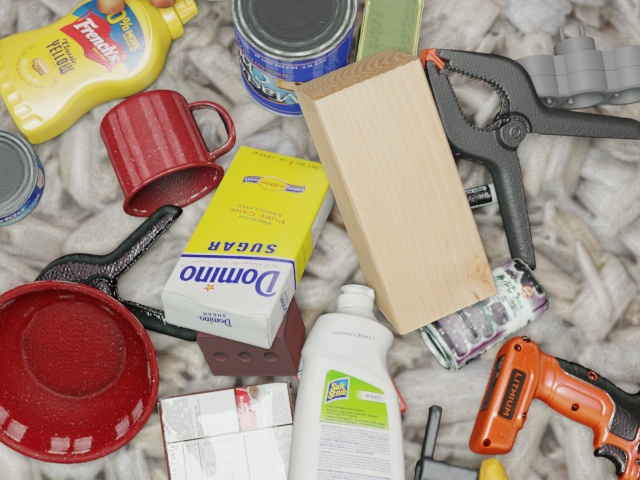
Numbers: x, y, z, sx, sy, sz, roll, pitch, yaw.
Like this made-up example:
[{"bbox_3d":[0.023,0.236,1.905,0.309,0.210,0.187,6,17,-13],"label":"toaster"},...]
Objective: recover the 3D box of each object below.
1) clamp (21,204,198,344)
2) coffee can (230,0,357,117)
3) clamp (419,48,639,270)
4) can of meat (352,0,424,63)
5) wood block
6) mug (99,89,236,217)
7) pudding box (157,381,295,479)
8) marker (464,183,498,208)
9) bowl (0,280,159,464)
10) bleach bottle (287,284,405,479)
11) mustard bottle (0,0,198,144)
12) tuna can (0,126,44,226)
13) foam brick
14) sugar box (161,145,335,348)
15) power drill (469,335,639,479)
[{"bbox_3d":[-0.179,0.053,0.924,0.171,0.039,0.120,-23,80,2],"label":"clamp"},{"bbox_3d":[-0.023,-0.177,0.924,0.103,0.140,0.103,0,78,-1],"label":"coffee can"},{"bbox_3d":[0.173,-0.099,0.922,0.164,0.036,0.210,-43,104,-1],"label":"clamp"},{"bbox_3d":[0.059,-0.168,0.952,0.057,0.084,0.102,8,78,1],"label":"can of meat"},{"bbox_3d":[0.062,-0.042,0.878,0.090,0.090,0.206,-24,108,-6],"label":"wood block"},{"bbox_3d":[-0.131,-0.082,0.927,0.117,0.093,0.081,-25,74,4],"label":"mug"},{"bbox_3d":[-0.073,0.167,0.884,0.113,0.039,0.090,-8,78,-2],"label":"pudding box"},{"bbox_3d":[0.108,-0.031,0.956,0.121,0.020,0.020,-13,78,-4],"label":"marker"},{"bbox_3d":[-0.211,0.101,0.886,0.162,0.055,0.162,0,107,0],"label":"bowl"},{"bbox_3d":[0.028,0.160,0.854,0.102,0.068,0.251,11,69,-15],"label":"bleach bottle"},{"bbox_3d":[-0.198,-0.170,0.962,0.191,0.058,0.096,-28,76,-7],"label":"mustard bottle"},{"bbox_3d":[-0.290,-0.056,0.948,0.086,0.034,0.086,0,78,-1],"label":"tuna can"},{"bbox_3d":[-0.058,0.078,0.895,0.078,0.053,0.051,-2,47,15],"label":"foam brick"},{"bbox_3d":[-0.056,0.001,0.892,0.093,0.048,0.176,12,48,13],"label":"sugar box"},{"bbox_3d":[0.225,0.172,0.896,0.187,0.057,0.184,19,74,0],"label":"power drill"}]
